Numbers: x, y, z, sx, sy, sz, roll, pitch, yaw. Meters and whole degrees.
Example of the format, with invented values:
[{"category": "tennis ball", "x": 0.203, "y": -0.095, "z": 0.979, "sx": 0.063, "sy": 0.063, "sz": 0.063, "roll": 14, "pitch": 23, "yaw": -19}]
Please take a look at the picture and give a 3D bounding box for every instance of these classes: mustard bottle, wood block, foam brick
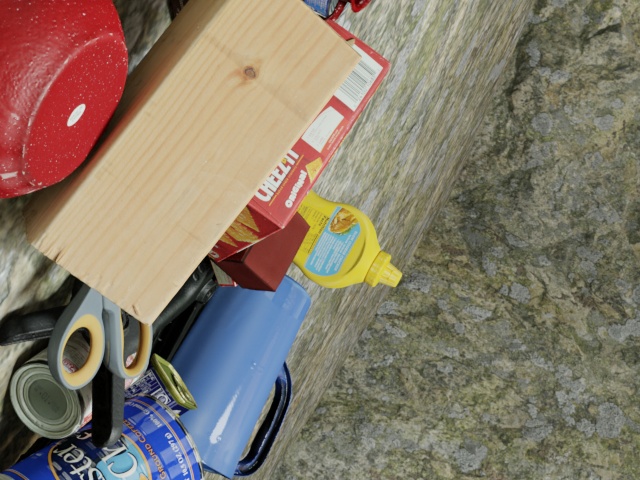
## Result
[{"category": "mustard bottle", "x": 0.004, "y": -0.002, "z": 1.201, "sx": 0.096, "sy": 0.192, "sz": 0.058, "roll": -61, "pitch": 170, "yaw": -1}, {"category": "wood block", "x": -0.082, "y": -0.063, "z": 0.656, "sx": 0.206, "sy": 0.090, "sz": 0.090, "roll": -51, "pitch": -157, "yaw": 0}, {"category": "foam brick", "x": -0.057, "y": 0.001, "z": 1.005, "sx": 0.051, "sy": 0.053, "sz": 0.078, "roll": 43, "pitch": 65, "yaw": -34}]

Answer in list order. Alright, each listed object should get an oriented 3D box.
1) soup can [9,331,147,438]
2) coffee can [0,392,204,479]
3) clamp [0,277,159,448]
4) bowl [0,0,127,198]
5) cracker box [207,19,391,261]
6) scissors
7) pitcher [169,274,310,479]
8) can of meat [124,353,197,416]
[{"category": "soup can", "x": -0.193, "y": 0.107, "z": 0.861, "sx": 0.069, "sy": 0.068, "sz": 0.102, "roll": -66, "pitch": 169, "yaw": 26}, {"category": "coffee can", "x": -0.178, "y": 0.198, "z": 0.846, "sx": 0.140, "sy": 0.103, "sz": 0.103, "roll": -28, "pitch": 151, "yaw": -38}, {"category": "clamp", "x": -0.165, "y": 0.076, "z": 0.824, "sx": 0.039, "sy": 0.120, "sz": 0.171, "roll": -18, "pitch": -163, "yaw": 32}, {"category": "bowl", "x": -0.151, "y": -0.081, "z": 0.569, "sx": 0.162, "sy": 0.055, "sz": 0.162, "roll": -58, "pitch": 170, "yaw": -16}, {"category": "cracker box", "x": -0.045, "y": -0.077, "z": 0.895, "sx": 0.164, "sy": 0.072, "sz": 0.214, "roll": -58, "pitch": -168, "yaw": -17}, {"category": "scissors", "x": -0.162, "y": 0.018, "z": 0.741, "sx": 0.096, "sy": 0.016, "sz": 0.202, "roll": -35, "pitch": 127, "yaw": -40}, {"category": "pitcher", "x": -0.102, "y": 0.153, "z": 1.260, "sx": 0.242, "sy": 0.145, "sz": 0.149, "roll": -62, "pitch": 166, "yaw": -15}, {"category": "can of meat", "x": -0.177, "y": 0.163, "z": 1.062, "sx": 0.084, "sy": 0.057, "sz": 0.102, "roll": -34, "pitch": 166, "yaw": -5}]
